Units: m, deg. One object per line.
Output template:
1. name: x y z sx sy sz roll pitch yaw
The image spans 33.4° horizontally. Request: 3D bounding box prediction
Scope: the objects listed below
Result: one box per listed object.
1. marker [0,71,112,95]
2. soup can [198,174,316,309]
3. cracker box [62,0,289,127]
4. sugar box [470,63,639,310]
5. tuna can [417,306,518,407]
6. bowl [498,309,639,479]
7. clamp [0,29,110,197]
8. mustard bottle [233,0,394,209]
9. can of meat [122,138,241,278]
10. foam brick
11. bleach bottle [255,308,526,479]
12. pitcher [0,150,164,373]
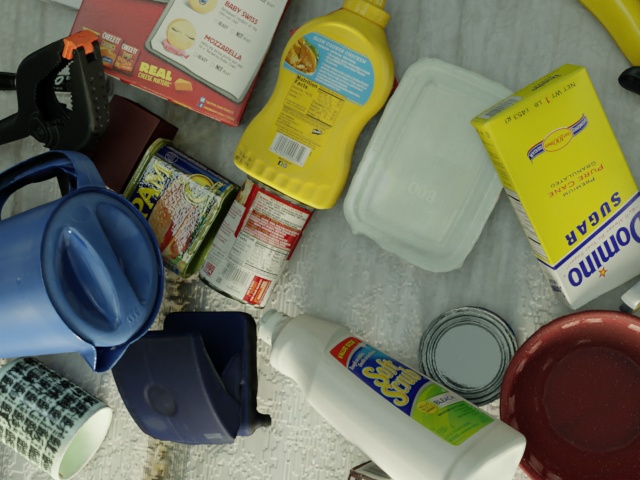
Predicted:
1. marker: -0.256 -0.149 1.010 0.121 0.020 0.020 4 90 13
2. soup can: -0.056 0.001 0.939 0.068 0.068 0.102 28 96 11
3. cracker box: -0.107 -0.227 0.933 0.164 0.072 0.214 22 94 -7
4. sugar box: 0.200 -0.042 0.854 0.093 0.048 0.176 -30 104 -2
5. tuna can: 0.128 0.099 0.914 0.086 0.033 0.086 0 90 13
6. bowl: 0.229 0.135 0.878 0.162 0.055 0.162 0 91 12
7. clamp: -0.240 -0.102 0.929 0.165 0.036 0.210 34 132 14
8. mustard bottle: 0.008 -0.129 0.899 0.096 0.058 0.192 28 99 14
9. can of meat: -0.131 -0.027 0.963 0.084 0.057 0.102 31 96 8
10. foam brick: -0.176 -0.086 0.976 0.053 0.051 0.078 32 96 12
11. bleach bottle: 0.039 0.130 0.881 0.251 0.102 0.068 31 118 31
12. pitcher: -0.265 0.031 0.927 0.243 0.149 0.145 -12 129 35
